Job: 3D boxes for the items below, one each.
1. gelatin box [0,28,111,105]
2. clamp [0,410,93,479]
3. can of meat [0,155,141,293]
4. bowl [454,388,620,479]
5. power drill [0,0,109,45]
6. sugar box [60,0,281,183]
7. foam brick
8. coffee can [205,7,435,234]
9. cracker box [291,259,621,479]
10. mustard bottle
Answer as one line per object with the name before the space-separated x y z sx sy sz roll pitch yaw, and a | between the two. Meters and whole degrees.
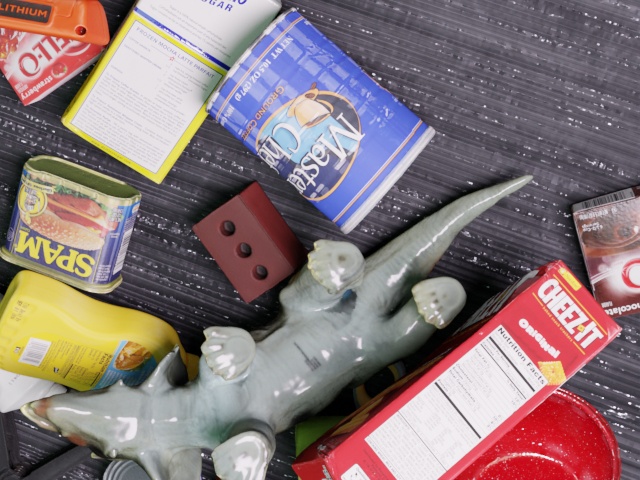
gelatin box | -0.222 -0.163 0.861 0.089 0.030 0.073 -29 99 19
clamp | -0.284 0.208 0.984 0.120 0.039 0.171 37 104 7
can of meat | -0.207 -0.015 0.889 0.102 0.057 0.084 20 107 5
bowl | 0.164 0.197 0.862 0.162 0.055 0.162 2 111 6
power drill | -0.180 -0.240 0.772 0.184 0.057 0.188 10 96 11
sugar box | -0.116 -0.140 0.827 0.093 0.048 0.176 32 109 -18
foam brick | -0.056 0.001 0.862 0.053 0.051 0.078 -34 97 20
coffee can | 0.000 -0.088 0.796 0.140 0.102 0.103 41 110 -1
cracker box | 0.087 0.114 0.756 0.213 0.164 0.072 -38 85 -14
mustard bottle | -0.177 0.093 0.893 0.191 0.058 0.096 22 128 -19
